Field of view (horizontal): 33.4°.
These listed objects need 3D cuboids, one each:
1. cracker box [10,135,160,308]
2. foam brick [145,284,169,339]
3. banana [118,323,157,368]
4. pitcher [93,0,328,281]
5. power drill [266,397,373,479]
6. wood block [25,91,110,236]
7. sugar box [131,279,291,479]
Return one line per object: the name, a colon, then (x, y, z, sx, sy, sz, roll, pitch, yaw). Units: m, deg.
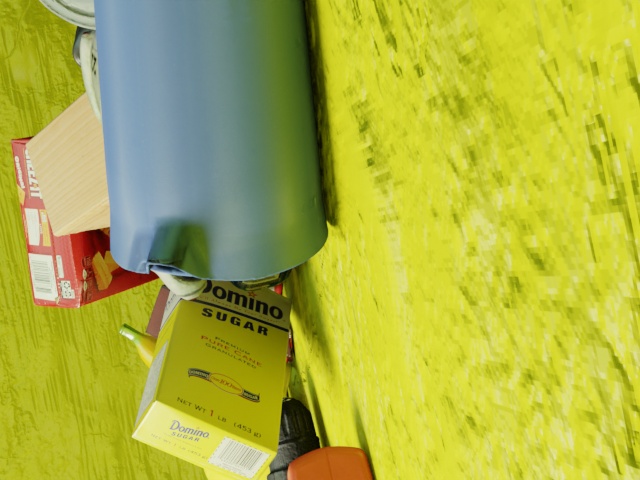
cracker box: (-0.199, -0.038, 1.075, 0.072, 0.213, 0.164, 3, 104, 34)
foam brick: (-0.119, 0.079, 1.039, 0.053, 0.078, 0.051, 2, -72, -67)
banana: (-0.127, 0.129, 1.017, 0.198, 0.069, 0.037, 19, 84, 51)
pitcher: (-0.064, -0.110, 0.615, 0.149, 0.144, 0.243, 37, 135, 56)
power drill: (-0.001, 0.190, 0.747, 0.188, 0.057, 0.184, 110, 147, -73)
wood block: (-0.151, -0.081, 0.885, 0.207, 0.090, 0.091, -25, 80, 47)
sugar box: (-0.073, 0.088, 0.776, 0.048, 0.093, 0.176, -54, 17, 31)
